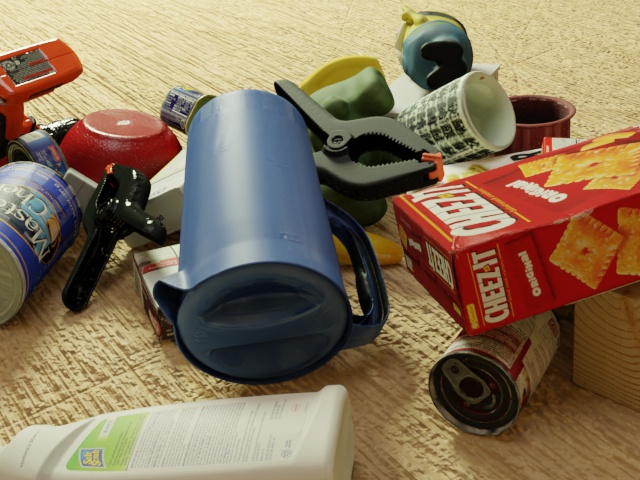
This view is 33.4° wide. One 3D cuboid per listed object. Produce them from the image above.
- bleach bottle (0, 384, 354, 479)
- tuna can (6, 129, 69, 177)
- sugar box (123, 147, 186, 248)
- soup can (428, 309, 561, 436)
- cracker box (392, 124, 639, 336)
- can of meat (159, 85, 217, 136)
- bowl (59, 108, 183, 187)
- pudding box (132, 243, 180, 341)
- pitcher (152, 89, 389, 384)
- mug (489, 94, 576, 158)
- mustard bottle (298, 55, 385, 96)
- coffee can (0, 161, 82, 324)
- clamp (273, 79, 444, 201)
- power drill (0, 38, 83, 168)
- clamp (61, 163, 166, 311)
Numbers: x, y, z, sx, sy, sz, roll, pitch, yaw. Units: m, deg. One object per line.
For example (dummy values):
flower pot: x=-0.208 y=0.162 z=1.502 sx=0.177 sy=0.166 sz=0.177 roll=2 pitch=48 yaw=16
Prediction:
bleach bottle: x=-0.108 y=0.146 z=0.708 sx=0.251 sy=0.068 sz=0.102 roll=-2 pitch=26 yaw=10
tuna can: x=-0.304 y=-0.074 z=1.151 sx=0.033 sy=0.086 sz=0.086 roll=-26 pitch=33 yaw=-33
sugar box: x=-0.136 y=-0.059 z=1.106 sx=0.093 sy=0.048 sz=0.176 roll=-21 pitch=20 yaw=29
soup can: x=0.129 y=0.085 z=0.777 sx=0.069 sy=0.068 sz=0.102 roll=10 pitch=30 yaw=27
cracker box: x=0.176 y=-0.017 z=0.781 sx=0.213 sy=0.072 sz=0.164 roll=-17 pitch=17 yaw=-6
can of meat: x=-0.126 y=-0.136 z=1.239 sx=0.102 sy=0.057 sz=0.084 roll=25 pitch=3 yaw=-37
bowl: x=-0.223 y=-0.107 z=1.204 sx=0.162 sy=0.055 sz=0.162 roll=6 pitch=26 yaw=-3
pudding box: x=-0.112 y=0.040 z=0.944 sx=0.090 sy=0.039 sz=0.114 roll=-12 pitch=30 yaw=-17
pitcher: x=-0.043 y=-0.011 z=0.870 sx=0.145 sy=0.149 sz=0.243 roll=-22 pitch=42 yaw=13
mug: x=0.205 y=-0.097 z=1.111 sx=0.117 sy=0.081 sz=0.093 roll=-5 pitch=27 yaw=0
mustard bottle: x=0.007 y=-0.163 z=1.247 sx=0.096 sy=0.058 sz=0.192 roll=-24 pitch=1 yaw=-13
coffee can: x=-0.292 y=0.001 z=0.980 sx=0.103 sy=0.103 sz=0.140 roll=1 pitch=27 yaw=11
clamp: x=0.017 y=-0.091 z=1.016 sx=0.210 sy=0.036 sz=0.164 roll=4 pitch=54 yaw=18
power drill: x=-0.323 y=-0.138 z=1.193 sx=0.184 sy=0.188 sz=0.057 roll=-31 pitch=73 yaw=-39
clamp: x=-0.183 y=-0.021 z=0.988 sx=0.120 sy=0.039 sz=0.171 roll=-26 pitch=40 yaw=22
